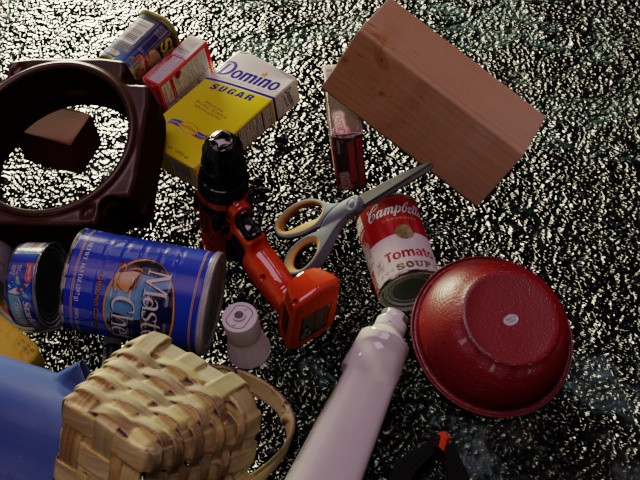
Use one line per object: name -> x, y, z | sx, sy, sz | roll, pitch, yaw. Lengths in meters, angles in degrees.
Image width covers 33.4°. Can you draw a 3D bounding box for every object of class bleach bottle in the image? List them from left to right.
bleach bottle -> 0.025, 0.163, 0.946 | 0.068, 0.103, 0.250 | 27, 58, 0

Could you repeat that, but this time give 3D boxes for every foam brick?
foam brick -> -0.303, -0.119, 1.234 | 0.078, 0.051, 0.053 | 15, 55, 18

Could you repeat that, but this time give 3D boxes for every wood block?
wood block -> 0.118, -0.144, 1.113 | 0.206, 0.090, 0.090 | 37, 43, 0

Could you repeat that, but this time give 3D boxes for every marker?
marker -> -0.207, 0.143, 1.043 | 0.020, 0.020, 0.121 | -5, 52, 3

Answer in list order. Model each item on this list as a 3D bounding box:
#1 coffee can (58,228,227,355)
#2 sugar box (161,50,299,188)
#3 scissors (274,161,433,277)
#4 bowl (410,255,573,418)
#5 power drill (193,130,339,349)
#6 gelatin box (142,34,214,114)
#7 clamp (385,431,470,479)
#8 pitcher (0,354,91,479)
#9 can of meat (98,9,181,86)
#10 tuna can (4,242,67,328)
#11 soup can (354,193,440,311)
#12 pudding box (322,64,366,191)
coffee can -> -0.171, 0.050, 1.044 | 0.140, 0.103, 0.102 | 10, 54, 4
sugar box -> -0.115, -0.142, 1.232 | 0.093, 0.048, 0.176 | 30, 63, 26
scissors -> 0.028, -0.016, 1.075 | 0.202, 0.016, 0.096 | -12, 62, 41
bowl -> 0.167, 0.080, 0.988 | 0.162, 0.055, 0.162 | 4, 66, -9
power drill -> -0.057, 0.001, 1.041 | 0.057, 0.184, 0.188 | -29, 64, -20
gelatin box -> -0.164, -0.186, 1.254 | 0.030, 0.073, 0.089 | 29, 62, 26
clamp -> 0.092, 0.246, 0.914 | 0.120, 0.039, 0.171 | 22, 58, 20
pitcher -> -0.330, 0.160, 0.939 | 0.243, 0.145, 0.149 | 20, 53, -2
can of meat -> -0.208, -0.205, 1.257 | 0.057, 0.102, 0.083 | 27, 63, 25
tuna can -> -0.280, 0.044, 1.059 | 0.034, 0.086, 0.086 | 1, 53, 10
soup can -> 0.078, 0.012, 1.076 | 0.068, 0.068, 0.102 | -13, 53, -3
pudding box -> 0.027, -0.125, 1.173 | 0.039, 0.090, 0.113 | -4, 52, 2
